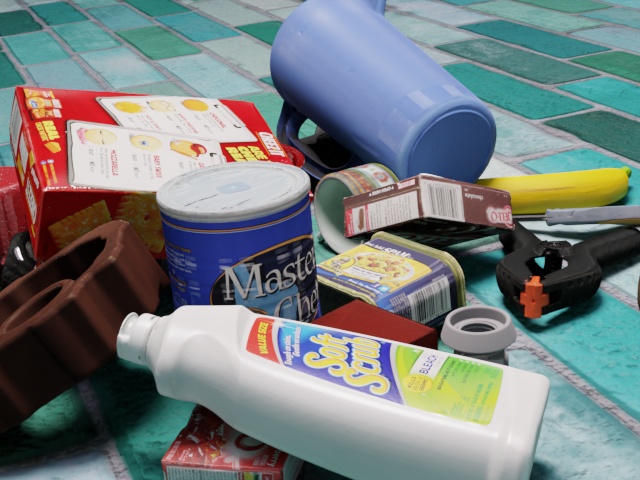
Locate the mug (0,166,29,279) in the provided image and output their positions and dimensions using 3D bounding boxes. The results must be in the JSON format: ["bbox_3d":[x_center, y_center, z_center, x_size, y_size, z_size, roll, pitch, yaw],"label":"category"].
[{"bbox_3d":[-0.296,-0.014,0.972,0.093,0.081,0.117,-7,22,-4],"label":"mug"}]

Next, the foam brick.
[{"bbox_3d":[0.034,0.079,0.704,0.051,0.053,0.078,-22,28,-36],"label":"foam brick"}]

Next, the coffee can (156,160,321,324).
[{"bbox_3d":[-0.052,0.027,0.734,0.103,0.140,0.103,-5,22,2],"label":"coffee can"}]

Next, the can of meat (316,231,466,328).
[{"bbox_3d":[0.043,0.041,0.793,0.083,0.057,0.102,-24,28,-33],"label":"can of meat"}]

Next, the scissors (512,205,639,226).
[{"bbox_3d":[0.227,-0.020,0.945,0.096,0.016,0.202,2,-3,-45],"label":"scissors"}]

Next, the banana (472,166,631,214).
[{"bbox_3d":[0.204,-0.044,0.996,0.197,0.037,0.069,-5,3,-2],"label":"banana"}]

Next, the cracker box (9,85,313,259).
[{"bbox_3d":[-0.136,-0.054,0.875,0.213,0.072,0.164,1,34,-25],"label":"cracker box"}]

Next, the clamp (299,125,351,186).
[{"bbox_3d":[0.023,-0.098,1.164,0.165,0.036,0.209,11,29,31],"label":"clamp"}]

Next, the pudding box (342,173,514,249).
[{"bbox_3d":[0.088,-0.021,0.870,0.113,0.039,0.090,9,-17,-41],"label":"pudding box"}]

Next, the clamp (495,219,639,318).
[{"bbox_3d":[0.177,0.017,0.846,0.120,0.039,0.171,1,15,33],"label":"clamp"}]

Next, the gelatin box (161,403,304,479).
[{"bbox_3d":[-0.046,0.122,0.646,0.073,0.030,0.089,1,23,14],"label":"gelatin box"}]

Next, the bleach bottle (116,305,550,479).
[{"bbox_3d":[-0.002,0.088,0.610,0.251,0.068,0.102,13,25,14],"label":"bleach bottle"}]

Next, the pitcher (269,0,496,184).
[{"bbox_3d":[0.054,-0.128,1.031,0.144,0.149,0.243,-20,40,-19],"label":"pitcher"}]
